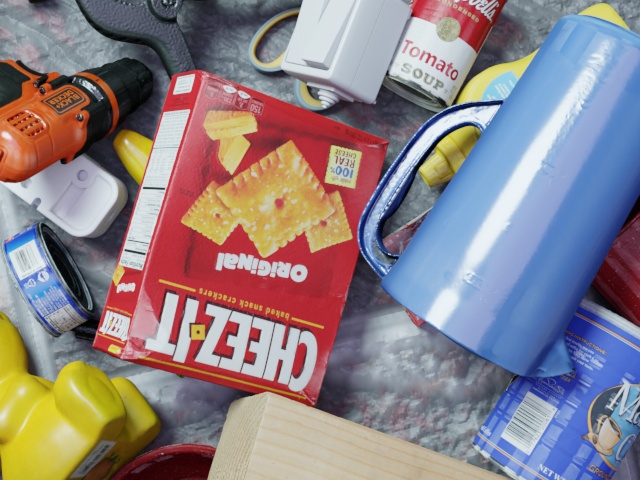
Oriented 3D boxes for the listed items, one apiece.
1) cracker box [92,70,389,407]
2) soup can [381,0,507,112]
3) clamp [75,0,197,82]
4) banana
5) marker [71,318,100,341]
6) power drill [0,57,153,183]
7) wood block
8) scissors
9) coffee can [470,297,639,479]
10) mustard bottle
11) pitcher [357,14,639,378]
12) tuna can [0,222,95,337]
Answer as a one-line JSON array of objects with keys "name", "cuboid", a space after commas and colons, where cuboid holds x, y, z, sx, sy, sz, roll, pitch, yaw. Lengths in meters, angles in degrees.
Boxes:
[{"name": "cracker box", "cuboid": [-0.055, 0.001, 0.793, 0.164, 0.072, 0.213, 18, 84, -28]}, {"name": "soup can", "cuboid": [0.093, -0.160, 0.835, 0.068, 0.068, 0.102, 28, 90, 0]}, {"name": "clamp", "cuboid": [-0.117, -0.170, 0.810, 0.209, 0.036, 0.164, 24, 92, -18]}, {"name": "banana", "cuboid": [-0.105, 0.004, 0.836, 0.069, 0.037, 0.198, -15, 89, -39]}, {"name": "marker", "cuboid": [-0.140, 0.082, 0.853, 0.121, 0.020, 0.020, 14, 89, 0]}, {"name": "power drill", "cuboid": [-0.235, -0.133, 0.793, 0.188, 0.184, 0.057, 34, 124, 6]}, {"name": "wood block", "cuboid": [0.028, 0.189, 0.782, 0.206, 0.091, 0.090, 22, 71, -16]}, {"name": "scissors", "cuboid": [0.039, -0.177, 0.860, 0.201, 0.016, 0.096, -27, 91, -1]}, {"name": "coffee can", "cuboid": [0.194, 0.124, 0.813, 0.103, 0.103, 0.140, 32, 89, 0]}, {"name": "mustard bottle", "cuboid": [0.163, -0.098, 0.838, 0.191, 0.058, 0.096, -31, 96, -1]}, {"name": "pitcher", "cuboid": [0.148, -0.037, 0.762, 0.149, 0.145, 0.243, 28, 95, -28]}, {"name": "tuna can", "cuboid": [-0.208, 0.029, 0.820, 0.033, 0.086, 0.086, -29, 90, -2]}]
